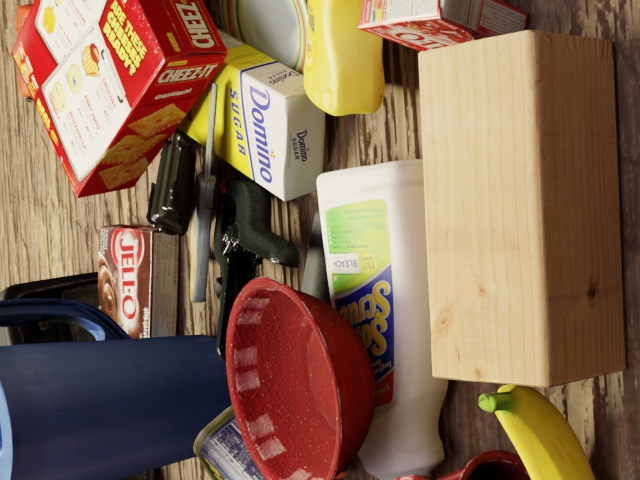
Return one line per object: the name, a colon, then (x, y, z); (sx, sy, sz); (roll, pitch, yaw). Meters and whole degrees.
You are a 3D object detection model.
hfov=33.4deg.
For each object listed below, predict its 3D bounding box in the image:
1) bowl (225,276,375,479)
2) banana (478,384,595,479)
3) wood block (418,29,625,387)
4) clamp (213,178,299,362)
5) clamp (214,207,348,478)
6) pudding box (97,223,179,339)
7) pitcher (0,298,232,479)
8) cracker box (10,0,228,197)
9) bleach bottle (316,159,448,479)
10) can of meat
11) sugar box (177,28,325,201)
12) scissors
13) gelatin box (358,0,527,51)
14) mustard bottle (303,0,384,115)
bowl: (-0.008, 0.102, 0.766); (0.162, 0.055, 0.162); (21, 115, 56)
banana: (0.147, 0.163, 0.666); (0.037, 0.069, 0.198); (-10, 111, 48)
wood block: (0.127, -0.019, 0.668); (0.090, 0.090, 0.206); (-2, 91, 47)
clamp: (-0.056, 0.001, 0.861); (0.120, 0.039, 0.171); (-48, 38, 36)
clamp: (-0.023, 0.093, 0.876); (0.165, 0.036, 0.210); (-25, 71, 47)
pudding box: (-0.178, 0.042, 1.037); (0.090, 0.039, 0.113); (4, 96, 46)
pitcher: (-0.190, 0.134, 0.907); (0.145, 0.242, 0.149); (22, 109, 44)
cracker box: (-0.178, -0.161, 0.917); (0.214, 0.071, 0.164); (-43, 68, 47)
bleach bottle: (0.056, 0.071, 0.773); (0.103, 0.067, 0.251); (-6, 90, 49)
can of meat: (-0.048, 0.195, 0.871); (0.084, 0.057, 0.102); (39, 159, 35)
sugar box: (-0.066, -0.112, 0.890); (0.176, 0.048, 0.093); (37, 135, 43)
scissors: (-0.101, -0.046, 0.923); (0.096, 0.016, 0.202); (-116, 30, -68)
gelatin box: (0.082, -0.145, 0.708); (0.073, 0.089, 0.030); (5, 87, 47)
mustard bottle: (0.017, -0.192, 0.751); (0.096, 0.058, 0.192); (-106, 13, -60)
